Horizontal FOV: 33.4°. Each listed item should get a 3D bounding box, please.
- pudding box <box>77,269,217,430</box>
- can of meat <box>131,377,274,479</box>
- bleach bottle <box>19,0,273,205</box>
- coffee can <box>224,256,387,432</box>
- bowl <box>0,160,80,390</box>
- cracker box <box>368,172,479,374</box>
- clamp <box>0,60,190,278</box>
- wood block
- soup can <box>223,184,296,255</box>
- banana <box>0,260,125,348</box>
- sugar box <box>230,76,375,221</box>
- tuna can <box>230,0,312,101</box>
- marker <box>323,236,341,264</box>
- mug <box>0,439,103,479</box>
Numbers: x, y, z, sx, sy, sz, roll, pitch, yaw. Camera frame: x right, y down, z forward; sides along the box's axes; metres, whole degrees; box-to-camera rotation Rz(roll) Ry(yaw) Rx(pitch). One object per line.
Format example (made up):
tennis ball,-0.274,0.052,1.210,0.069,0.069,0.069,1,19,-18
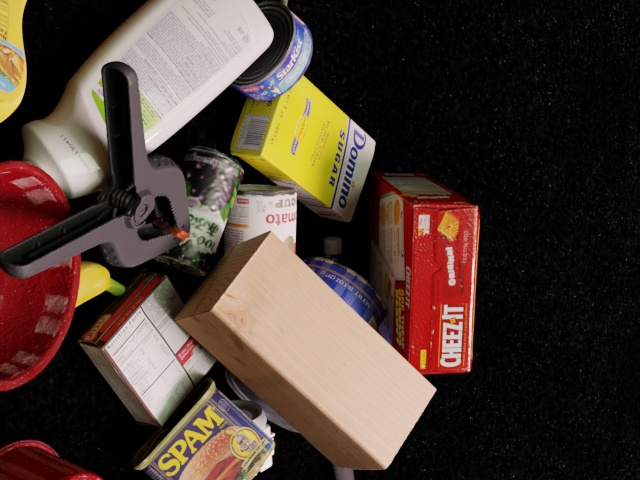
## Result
pudding box,-0.148,0.096,0.934,0.090,0.039,0.113,-50,130,-30
can of meat,-0.102,0.188,0.950,0.084,0.057,0.102,44,81,-9
bleach bottle,-0.154,-0.123,0.856,0.102,0.068,0.250,49,64,-8
coffee can,-0.013,0.101,1.041,0.140,0.103,0.102,-55,134,-27
bowl,-0.238,0.023,0.757,0.162,0.055,0.162,5,90,-69
cracker box,0.099,0.026,1.081,0.072,0.214,0.164,-1,102,-8
clamp,-0.146,-0.039,0.808,0.164,0.036,0.209,-63,161,2
wood block,-0.013,0.100,0.927,0.206,0.090,0.090,44,64,-14
soup can,-0.057,0.001,0.997,0.068,0.069,0.102,-8,103,-48
banana,-0.227,0.073,0.837,0.197,0.037,0.069,-44,127,-35
sugar box,-0.012,-0.091,1.035,0.176,0.048,0.093,32,73,-52
tuna can,-0.050,-0.169,0.956,0.033,0.086,0.086,32,73,-49
marker,0.013,0.057,1.126,0.020,0.020,0.121,-13,107,-47
mug,-0.211,0.218,0.852,0.117,0.082,0.093,35,71,-47
